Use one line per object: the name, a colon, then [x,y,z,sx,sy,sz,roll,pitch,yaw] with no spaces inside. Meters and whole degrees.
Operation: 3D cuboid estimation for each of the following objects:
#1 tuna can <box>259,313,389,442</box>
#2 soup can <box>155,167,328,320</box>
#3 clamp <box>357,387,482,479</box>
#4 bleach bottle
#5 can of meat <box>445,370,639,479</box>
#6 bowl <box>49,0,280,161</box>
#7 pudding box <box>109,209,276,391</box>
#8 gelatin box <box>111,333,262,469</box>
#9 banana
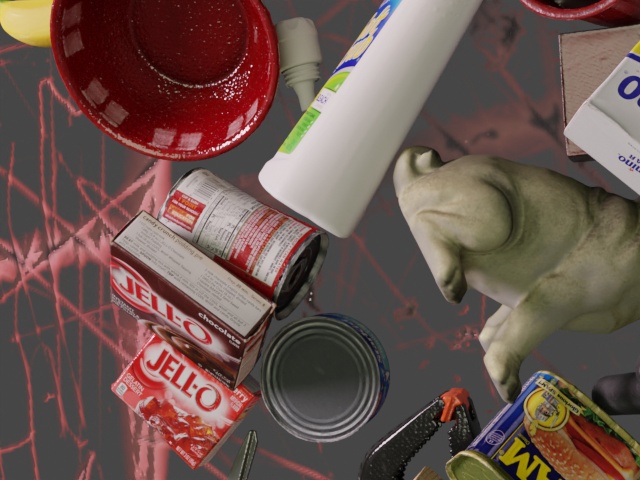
tuna can: [0.004,0.093,0.731,0.086,0.033,0.086,1,92,18]
soup can: [-0.055,0.001,0.729,0.102,0.068,0.068,29,100,15]
clamp: [0.071,0.202,0.711,0.165,0.036,0.210,25,103,14]
bleach bottle: [0.054,-0.125,0.684,0.068,0.102,0.251,32,94,-11]
can of meat: [0.144,0.142,0.656,0.102,0.057,0.083,43,63,10]
bowl: [-0.099,-0.137,0.728,0.162,0.055,0.162,7,121,12]
pudding box: [-0.088,0.041,0.711,0.113,0.090,0.039,33,62,8]
gelatin box: [-0.095,0.106,0.766,0.089,0.030,0.073,42,103,12]
banana: [-0.161,-0.185,0.774,0.198,0.037,0.069,-17,88,18]
